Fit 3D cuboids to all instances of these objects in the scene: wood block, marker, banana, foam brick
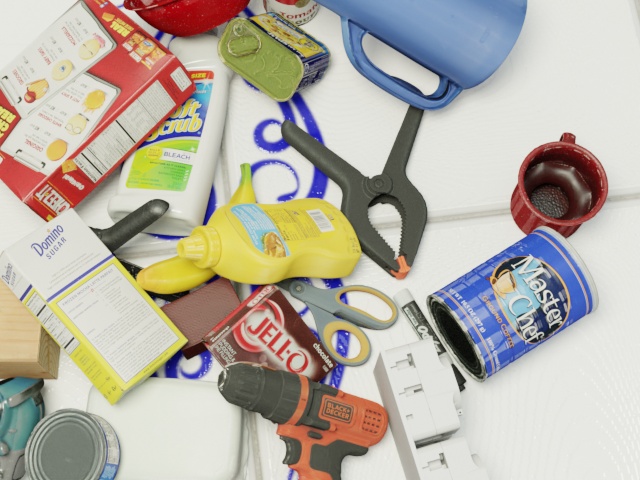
[{"bbox_3d":[-0.372,0.087,1.071,0.206,0.090,0.091,1,71,0],"label":"wood block"},{"bbox_3d":[0.115,0.104,1.109,0.020,0.020,0.121,-29,75,-10],"label":"marker"},{"bbox_3d":[-0.117,0.003,1.097,0.069,0.037,0.197,57,46,-23],"label":"banana"},{"bbox_3d":[-0.117,0.080,1.097,0.078,0.051,0.053,-26,75,-9],"label":"foam brick"}]

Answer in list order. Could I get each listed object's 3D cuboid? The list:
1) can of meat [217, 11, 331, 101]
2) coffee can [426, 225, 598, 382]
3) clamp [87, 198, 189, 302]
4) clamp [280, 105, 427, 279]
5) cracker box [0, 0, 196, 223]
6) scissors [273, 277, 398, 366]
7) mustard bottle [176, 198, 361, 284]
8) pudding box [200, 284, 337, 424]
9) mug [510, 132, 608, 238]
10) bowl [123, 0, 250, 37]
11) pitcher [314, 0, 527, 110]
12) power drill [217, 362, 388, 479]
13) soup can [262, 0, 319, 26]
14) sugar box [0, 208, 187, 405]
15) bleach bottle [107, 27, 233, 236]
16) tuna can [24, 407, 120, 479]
[{"bbox_3d":[-0.048,-0.205,1.167,0.102,0.083,0.058,36,120,10],"label":"can of meat"},{"bbox_3d":[0.193,0.064,1.079,0.140,0.103,0.103,-31,75,-10],"label":"coffee can"},{"bbox_3d":[-0.222,0.009,1.096,0.171,0.039,0.120,2,115,0],"label":"clamp"},{"bbox_3d":[0.068,-0.062,1.154,0.164,0.036,0.210,-20,73,-11],"label":"clamp"},{"bbox_3d":[-0.260,-0.143,1.125,0.213,0.072,0.164,-45,58,-6],"label":"cracker box"},{"bbox_3d":[-0.020,0.072,1.119,0.202,0.016,0.096,12,73,5],"label":"scissors"},{"bbox_3d":[-0.057,0.002,1.067,0.191,0.058,0.096,-4,46,-38],"label":"mustard bottle"},{"bbox_3d":[-0.051,0.112,1.066,0.090,0.039,0.113,-42,115,-12],"label":"pudding box"},{"bbox_3d":[0.249,-0.058,1.131,0.093,0.081,0.117,11,72,3],"label":"mug"},{"bbox_3d":[-0.128,-0.264,1.146,0.162,0.162,0.055,-31,119,-10],"label":"bowl"},{"bbox_3d":[0.082,-0.255,1.119,0.242,0.145,0.149,22,51,-25],"label":"pitcher"},{"bbox_3d":[-0.031,0.221,1.018,0.184,0.057,0.187,20,75,-23],"label":"power drill"},{"bbox_3d":[-0.032,-0.293,1.192,0.068,0.102,0.068,0,72,-1],"label":"soup can"},{"bbox_3d":[-0.221,0.062,1.030,0.176,0.048,0.093,48,46,4],"label":"sugar box"},{"bbox_3d":[-0.155,-0.133,1.161,0.102,0.068,0.251,6,69,6],"label":"bleach bottle"},{"bbox_3d":[-0.232,0.202,1.004,0.086,0.033,0.086,-5,72,17],"label":"tuna can"}]
